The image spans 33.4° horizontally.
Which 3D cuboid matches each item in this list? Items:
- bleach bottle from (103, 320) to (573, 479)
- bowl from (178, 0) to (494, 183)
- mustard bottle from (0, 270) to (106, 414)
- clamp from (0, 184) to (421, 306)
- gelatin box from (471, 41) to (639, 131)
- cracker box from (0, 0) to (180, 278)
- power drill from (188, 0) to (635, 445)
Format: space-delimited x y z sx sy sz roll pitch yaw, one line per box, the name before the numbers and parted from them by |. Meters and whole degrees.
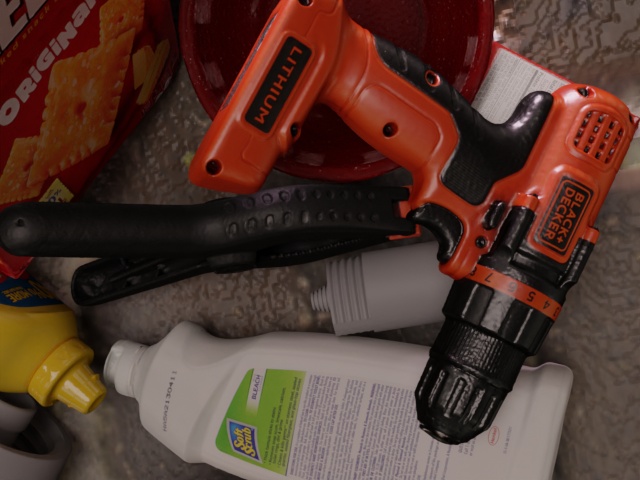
bleach bottle | 0.001 0.089 0.579 0.251 0.068 0.102 13 92 16
bowl | 0.010 -0.113 0.563 0.162 0.055 0.162 2 100 9
mustard bottle | -0.197 0.031 0.607 0.192 0.096 0.058 39 96 10
clamp | -0.054 0.001 0.571 0.210 0.165 0.036 -7 78 -8
gelatin box | 0.110 -0.052 0.561 0.089 0.030 0.073 30 98 11
cracker box | -0.144 -0.094 0.504 0.072 0.214 0.164 30 71 10
power drill | 0.037 -0.018 0.498 0.187 0.057 0.184 28 84 -13
